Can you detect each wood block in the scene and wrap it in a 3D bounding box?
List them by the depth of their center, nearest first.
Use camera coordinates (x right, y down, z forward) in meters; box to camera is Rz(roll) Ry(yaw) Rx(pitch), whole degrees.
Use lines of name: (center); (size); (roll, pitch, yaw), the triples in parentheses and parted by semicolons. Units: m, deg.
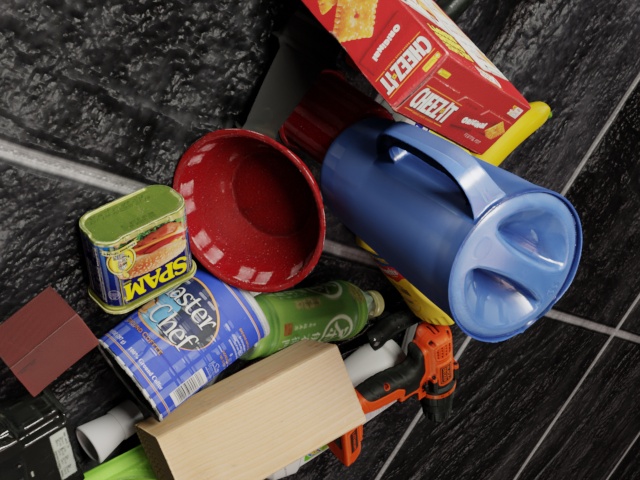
wood block: (-0.071, 0.187, 1.090); (0.205, 0.090, 0.091); (-25, 100, -22)

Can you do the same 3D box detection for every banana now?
banana: (0.227, -0.115, 1.332); (0.197, 0.037, 0.069); (-41, 143, -14)

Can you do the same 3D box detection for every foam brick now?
foam brick: (-0.253, 0.091, 0.968); (0.078, 0.051, 0.053); (-40, 143, -16)

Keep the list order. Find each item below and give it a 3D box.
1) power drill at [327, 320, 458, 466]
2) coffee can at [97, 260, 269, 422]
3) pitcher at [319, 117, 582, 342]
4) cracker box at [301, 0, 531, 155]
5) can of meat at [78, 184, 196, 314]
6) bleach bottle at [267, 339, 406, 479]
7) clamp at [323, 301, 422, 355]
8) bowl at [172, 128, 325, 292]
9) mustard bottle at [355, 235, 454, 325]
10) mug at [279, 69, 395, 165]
power drill: (0.091, 0.201, 1.335); (0.187, 0.057, 0.184); (-31, 137, -21)
coffee can: (-0.136, 0.096, 1.059); (0.140, 0.103, 0.103); (-39, 143, -17)
pitcher: (0.097, -0.031, 0.928); (0.144, 0.243, 0.149); (3, 111, -34)
cracker box: (0.067, -0.182, 0.937); (0.072, 0.214, 0.163); (-46, 149, 19)
can of meat: (-0.168, 0.006, 0.983); (0.101, 0.058, 0.084); (-28, 137, -29)
bleach bottle: (0.001, 0.224, 1.365); (0.250, 0.068, 0.102); (-33, 140, -20)
clamp: (0.079, 0.107, 1.320); (0.171, 0.120, 0.039); (-27, 99, -35)
bowl: (-0.058, -0.034, 1.005); (0.055, 0.162, 0.162); (-40, 151, -55)
mustard bottle: (0.093, 0.018, 1.241); (0.058, 0.096, 0.191); (-46, 125, -8)
mug: (0.027, -0.115, 1.069); (0.117, 0.082, 0.093); (-12, 130, -42)
